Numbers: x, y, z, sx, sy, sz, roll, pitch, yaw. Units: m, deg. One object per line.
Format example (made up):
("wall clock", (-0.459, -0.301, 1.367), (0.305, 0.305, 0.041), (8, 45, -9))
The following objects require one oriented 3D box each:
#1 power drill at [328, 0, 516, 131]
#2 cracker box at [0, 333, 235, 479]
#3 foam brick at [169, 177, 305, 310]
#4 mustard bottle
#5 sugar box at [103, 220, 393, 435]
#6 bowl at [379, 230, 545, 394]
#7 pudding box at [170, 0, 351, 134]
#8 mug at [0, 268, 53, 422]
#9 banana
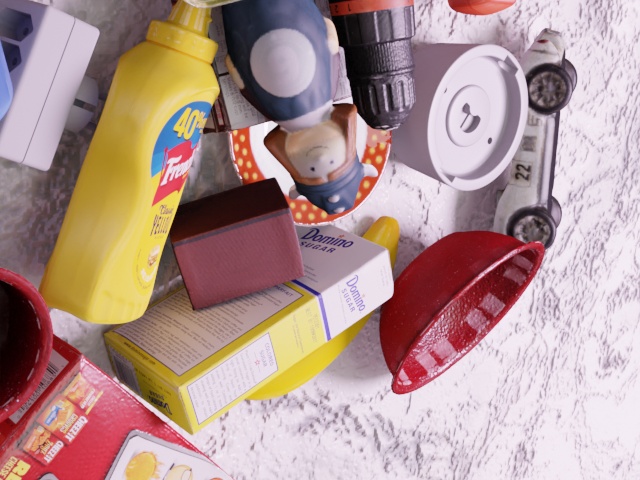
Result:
("power drill", (0.067, -0.176, 0.701), (0.187, 0.057, 0.184), (-27, 114, -53))
("cracker box", (-0.153, 0.177, 0.672), (0.164, 0.072, 0.213), (-51, 133, -13))
("foam brick", (-0.054, 0.001, 0.687), (0.078, 0.053, 0.051), (-17, 119, -3))
("mustard bottle", (-0.103, -0.050, 0.621), (0.096, 0.058, 0.192), (-12, 122, -79))
("sugar box", (-0.045, 0.049, 0.705), (0.176, 0.093, 0.048), (-30, 125, -30))
("bowl", (0.098, 0.045, 0.828), (0.162, 0.055, 0.162), (-37, 157, -19))
("pudding box", (-0.030, -0.124, 0.678), (0.113, 0.039, 0.090), (-22, 108, -29))
("mug", (-0.213, 0.048, 0.564), (0.117, 0.082, 0.093), (-10, 112, -39))
("banana", (-0.004, 0.059, 0.783), (0.197, 0.037, 0.069), (-37, 127, -26))
